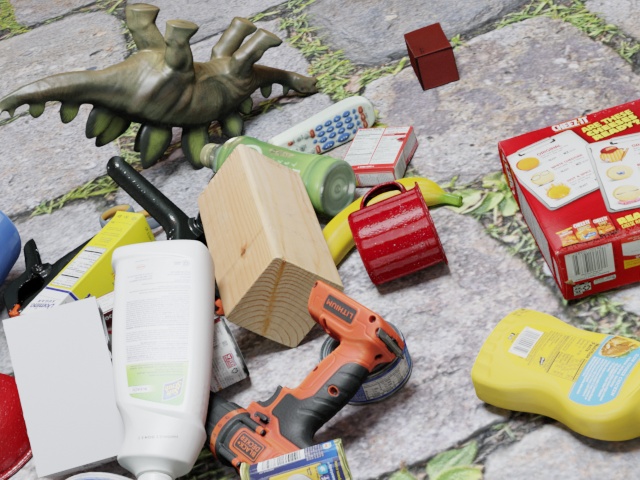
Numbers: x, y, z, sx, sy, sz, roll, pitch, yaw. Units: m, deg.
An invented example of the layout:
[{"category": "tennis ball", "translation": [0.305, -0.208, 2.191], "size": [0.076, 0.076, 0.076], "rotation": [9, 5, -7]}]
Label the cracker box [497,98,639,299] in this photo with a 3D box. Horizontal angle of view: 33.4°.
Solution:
[{"category": "cracker box", "translation": [0.289, -0.045, 1.079], "size": [0.164, 0.072, 0.214], "rotation": [-16, 35, 3]}]

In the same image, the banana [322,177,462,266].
[{"category": "banana", "translation": [0.058, -0.023, 1.184], "size": [0.197, 0.037, 0.070], "rotation": [-29, 37, -13]}]

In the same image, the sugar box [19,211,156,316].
[{"category": "sugar box", "translation": [-0.242, 0.057, 1.170], "size": [0.048, 0.093, 0.176], "rotation": [5, 43, 31]}]

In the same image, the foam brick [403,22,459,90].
[{"category": "foam brick", "translation": [0.147, -0.245, 1.420], "size": [0.053, 0.051, 0.078], "rotation": [-17, 36, 4]}]

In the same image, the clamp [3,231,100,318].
[{"category": "clamp", "translation": [-0.335, 0.044, 1.278], "size": [0.120, 0.039, 0.171], "rotation": [-6, 31, 28]}]

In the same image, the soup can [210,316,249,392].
[{"category": "soup can", "translation": [-0.129, 0.125, 1.052], "size": [0.102, 0.068, 0.068], "rotation": [-25, 36, -8]}]

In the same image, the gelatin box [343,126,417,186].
[{"category": "gelatin box", "translation": [0.070, -0.101, 1.287], "size": [0.073, 0.030, 0.089], "rotation": [-1, 40, 25]}]

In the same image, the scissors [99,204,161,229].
[{"category": "scissors", "translation": [-0.231, -0.008, 1.267], "size": [0.096, 0.016, 0.202], "rotation": [-6, 20, -2]}]

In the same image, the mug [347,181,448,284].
[{"category": "mug", "translation": [0.076, -0.013, 1.115], "size": [0.081, 0.093, 0.117], "rotation": [-21, 55, 5]}]

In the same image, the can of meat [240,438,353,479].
[{"category": "can of meat", "translation": [-0.010, 0.217, 0.852], "size": [0.084, 0.102, 0.057], "rotation": [-17, 0, -1]}]

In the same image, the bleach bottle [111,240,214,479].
[{"category": "bleach bottle", "translation": [-0.151, 0.119, 0.976], "size": [0.102, 0.068, 0.251], "rotation": [-6, 54, 8]}]

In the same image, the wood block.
[{"category": "wood block", "translation": [-0.058, 0.001, 1.124], "size": [0.091, 0.090, 0.206], "rotation": [-50, 33, 22]}]

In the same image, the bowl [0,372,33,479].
[{"category": "bowl", "translation": [-0.361, 0.185, 1.090], "size": [0.162, 0.055, 0.162], "rotation": [-13, 37, 10]}]

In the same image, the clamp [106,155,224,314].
[{"category": "clamp", "translation": [-0.135, -0.011, 1.203], "size": [0.164, 0.036, 0.210], "rotation": [-3, 54, -49]}]

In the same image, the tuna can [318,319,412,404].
[{"category": "tuna can", "translation": [0.042, 0.114, 1.017], "size": [0.086, 0.034, 0.086], "rotation": [-13, 37, 9]}]

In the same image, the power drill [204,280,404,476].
[{"category": "power drill", "translation": [-0.027, 0.131, 0.969], "size": [0.185, 0.057, 0.187], "rotation": [28, 77, 43]}]

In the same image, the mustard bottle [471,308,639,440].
[{"category": "mustard bottle", "translation": [0.231, 0.119, 0.902], "size": [0.192, 0.058, 0.096], "rotation": [15, 47, 38]}]
